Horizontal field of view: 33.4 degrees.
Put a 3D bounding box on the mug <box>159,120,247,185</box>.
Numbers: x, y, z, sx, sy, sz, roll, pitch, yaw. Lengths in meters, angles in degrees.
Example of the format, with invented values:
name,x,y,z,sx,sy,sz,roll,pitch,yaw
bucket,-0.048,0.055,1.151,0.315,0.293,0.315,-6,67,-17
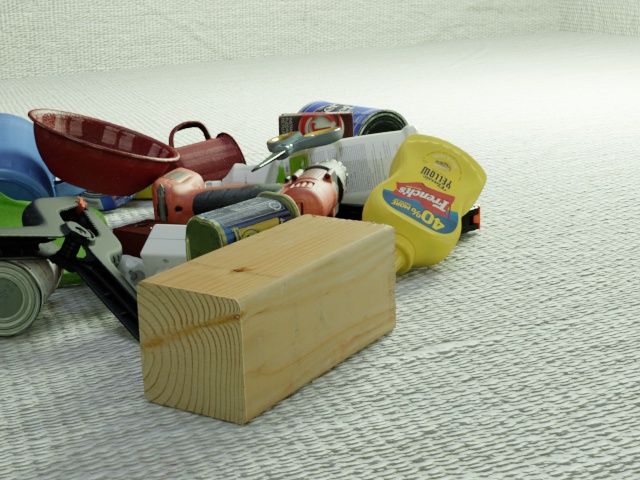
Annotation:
name,x,y,z,sx,sy,sz,roll,pitch,yaw
mug,-0.147,-0.089,1.290,0.081,0.117,0.093,-17,-3,-28

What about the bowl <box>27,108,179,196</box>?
name,x,y,z,sx,sy,sz,roll,pitch,yaw
bowl,-0.232,-0.087,1.115,0.162,0.055,0.162,18,12,-4

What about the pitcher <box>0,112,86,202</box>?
name,x,y,z,sx,sy,sz,roll,pitch,yaw
pitcher,-0.342,-0.057,1.179,0.145,0.149,0.243,39,3,-24

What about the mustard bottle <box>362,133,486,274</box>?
name,x,y,z,sx,sy,sz,roll,pitch,yaw
mustard bottle,0.094,-0.027,1.046,0.096,0.058,0.191,30,44,3

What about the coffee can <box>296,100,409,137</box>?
name,x,y,z,sx,sy,sz,roll,pitch,yaw
coffee can,0.039,-0.129,1.417,0.102,0.103,0.141,-14,19,-36

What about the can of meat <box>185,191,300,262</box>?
name,x,y,z,sx,sy,sz,roll,pitch,yaw
can of meat,-0.063,0.018,0.895,0.083,0.102,0.058,-19,22,-41

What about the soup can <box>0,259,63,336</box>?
name,x,y,z,sx,sy,sz,roll,pitch,yaw
soup can,-0.265,0.036,0.924,0.068,0.068,0.102,-3,15,-2

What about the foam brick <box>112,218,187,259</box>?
name,x,y,z,sx,sy,sz,roll,pitch,yaw
foam brick,-0.155,0.012,1.028,0.078,0.051,0.052,8,18,36

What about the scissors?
name,x,y,z,sx,sy,sz,roll,pitch,yaw
scissors,-0.022,-0.100,1.151,0.096,0.016,0.201,-11,13,2

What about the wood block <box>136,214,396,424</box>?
name,x,y,z,sx,sy,sz,roll,pitch,yaw
wood block,-0.032,0.049,0.794,0.091,0.090,0.205,8,18,32

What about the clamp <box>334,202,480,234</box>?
name,x,y,z,sx,sy,sz,roll,pitch,yaw
clamp,0.083,-0.023,1.137,0.171,0.039,0.120,-4,22,-19

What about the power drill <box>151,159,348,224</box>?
name,x,y,z,sx,sy,sz,roll,pitch,yaw
power drill,-0.069,-0.050,1.113,0.188,0.057,0.184,-3,13,12

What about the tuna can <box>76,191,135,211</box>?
name,x,y,z,sx,sy,sz,roll,pitch,yaw
tuna can,-0.269,-0.078,1.334,0.086,0.034,0.086,-3,53,4

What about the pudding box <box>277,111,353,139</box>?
name,x,y,z,sx,sy,sz,roll,pitch,yaw
pudding box,-0.003,-0.098,1.287,0.090,0.113,0.039,-2,10,3

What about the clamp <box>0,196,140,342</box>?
name,x,y,z,sx,sy,sz,roll,pitch,yaw
clamp,-0.222,0.003,0.913,0.164,0.036,0.210,28,13,-26

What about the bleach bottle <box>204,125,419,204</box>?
name,x,y,z,sx,sy,sz,roll,pitch,yaw
bleach bottle,-0.007,-0.071,1.225,0.250,0.102,0.068,-5,-27,-5
